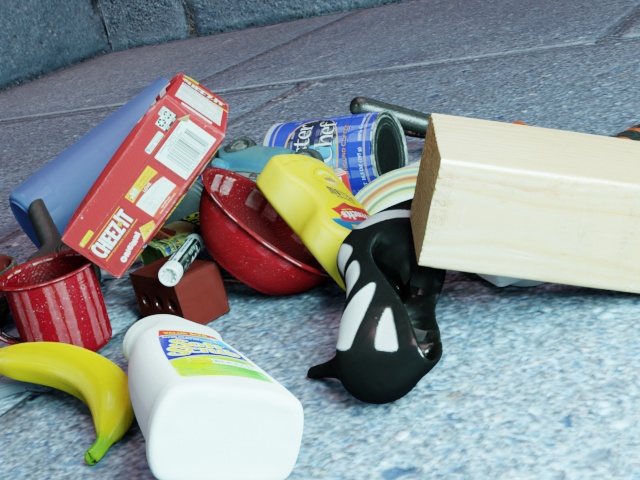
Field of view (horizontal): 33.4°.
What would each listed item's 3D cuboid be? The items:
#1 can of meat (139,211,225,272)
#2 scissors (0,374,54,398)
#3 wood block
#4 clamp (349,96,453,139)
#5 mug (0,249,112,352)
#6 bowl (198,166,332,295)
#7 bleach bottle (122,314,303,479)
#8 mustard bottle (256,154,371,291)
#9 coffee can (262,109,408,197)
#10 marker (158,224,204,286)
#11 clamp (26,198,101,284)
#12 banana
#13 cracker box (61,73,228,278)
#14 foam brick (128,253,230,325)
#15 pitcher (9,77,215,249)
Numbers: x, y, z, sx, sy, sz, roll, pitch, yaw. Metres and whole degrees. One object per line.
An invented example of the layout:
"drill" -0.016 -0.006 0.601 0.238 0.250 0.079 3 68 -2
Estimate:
"can of meat" -0.135 0.010 1.109 0.083 0.057 0.102 -24 20 -23
"scissors" -0.253 0.127 0.900 0.202 0.016 0.096 7 31 43
"wood block" 0.178 -0.026 0.798 0.206 0.090 0.091 7 28 -4
"clamp" 0.157 -0.132 1.297 0.210 0.036 0.164 16 5 23
"mug" -0.251 0.065 0.980 0.117 0.081 0.093 -12 18 5
"bowl" -0.057 0.001 0.992 0.055 0.162 0.162 -53 10 15
"bleach bottle" -0.099 0.099 0.767 0.102 0.068 0.251 8 7 -23
"mustard bottle" 0.021 -0.004 0.957 0.096 0.058 0.192 21 22 -43
"coffee can" 0.017 -0.092 1.229 0.140 0.103 0.102 -4 20 27
"marker" -0.122 0.011 0.974 0.020 0.020 0.121 -10 18 12
"clamp" -0.259 0.020 1.141 0.120 0.039 0.171 4 42 -10
"banana" -0.195 0.112 0.838 0.069 0.037 0.198 -18 24 -33
"cracker box" -0.163 -0.071 1.028 0.164 0.072 0.214 -53 12 9
"foam brick" -0.131 0.048 0.992 0.051 0.053 0.078 -27 21 -36
"pitcher" -0.241 -0.075 1.284 0.242 0.145 0.149 -40 9 -22
